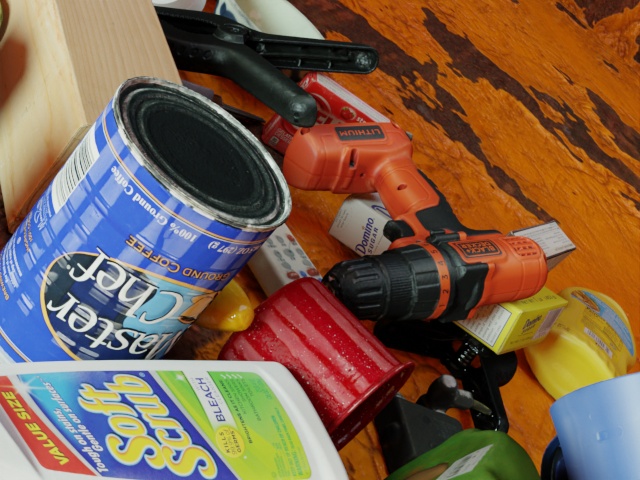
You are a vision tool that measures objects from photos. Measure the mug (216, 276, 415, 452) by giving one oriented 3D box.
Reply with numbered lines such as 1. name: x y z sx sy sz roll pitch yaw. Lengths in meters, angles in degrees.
1. mug: -0.003 0.077 0.631 0.081 0.093 0.117 45 5 16

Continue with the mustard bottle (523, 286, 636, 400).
1. mustard bottle: 0.247 0.091 0.987 0.096 0.058 0.191 44 26 7

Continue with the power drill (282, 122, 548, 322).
1. power drill: 0.047 -0.013 0.770 0.184 0.057 0.188 -4 41 -34

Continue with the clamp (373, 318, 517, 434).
1. clamp: 0.117 0.095 0.819 0.120 0.039 0.171 52 27 16

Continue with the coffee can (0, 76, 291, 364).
1. coffee can: -0.097 0.003 0.541 0.102 0.140 0.103 33 27 -19

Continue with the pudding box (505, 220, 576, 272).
1. pudding box: 0.166 0.027 0.933 0.039 0.090 0.113 50 27 14

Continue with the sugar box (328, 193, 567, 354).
1. sugar box: 0.100 0.021 0.851 0.176 0.048 0.093 38 21 27

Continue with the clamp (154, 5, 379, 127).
1. clamp: -0.068 -0.144 0.835 0.210 0.036 0.164 16 28 7

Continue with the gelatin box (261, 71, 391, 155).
1. gelatin box: 0.006 -0.094 0.914 0.089 0.073 0.030 32 27 -21

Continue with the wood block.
1. wood block: -0.150 -0.094 0.676 0.090 0.090 0.206 19 35 -39

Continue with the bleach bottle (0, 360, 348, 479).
1. bleach bottle: -0.102 0.102 0.475 0.250 0.068 0.103 8 43 -46

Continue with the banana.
1. banana: -0.071 0.006 0.657 0.198 0.070 0.037 -91 157 -64
